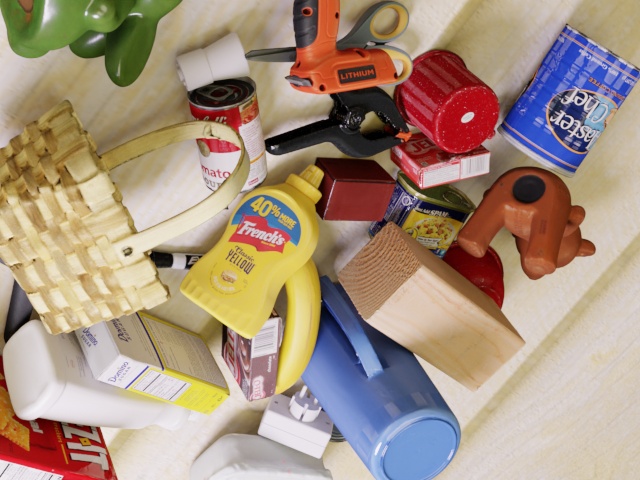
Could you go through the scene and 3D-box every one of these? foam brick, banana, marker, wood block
[{"bbox_3d":[0.032,-0.056,1.169,0.078,0.053,0.051,1,121,-27],"label":"foam brick"},{"bbox_3d":[-0.030,0.085,1.191,0.037,0.070,0.198,-11,108,-40],"label":"banana"},{"bbox_3d":[-0.132,0.023,1.159,0.120,0.020,0.020,4,119,-29],"label":"marker"},{"bbox_3d":[0.128,0.079,1.214,0.090,0.091,0.205,-46,129,11],"label":"wood block"}]

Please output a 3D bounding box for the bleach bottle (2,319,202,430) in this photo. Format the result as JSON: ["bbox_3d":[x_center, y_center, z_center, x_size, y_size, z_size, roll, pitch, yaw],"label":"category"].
[{"bbox_3d":[-0.216,0.162,1.143,0.068,0.103,0.250,-41,141,18],"label":"bleach bottle"}]

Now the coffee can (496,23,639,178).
[{"bbox_3d":[0.279,-0.156,1.196,0.102,0.103,0.140,19,111,-36],"label":"coffee can"}]

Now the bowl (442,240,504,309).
[{"bbox_3d":[0.172,0.081,1.335,0.162,0.055,0.162,-13,126,-19],"label":"bowl"}]

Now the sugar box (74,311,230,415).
[{"bbox_3d":[-0.179,0.124,1.135,0.048,0.093,0.176,-46,140,15],"label":"sugar box"}]

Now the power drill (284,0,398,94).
[{"bbox_3d":[0.028,-0.240,1.011,0.184,0.057,0.188,-14,108,-24],"label":"power drill"}]

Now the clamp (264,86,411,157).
[{"bbox_3d":[0.019,-0.123,1.122,0.171,0.039,0.120,24,104,-35],"label":"clamp"}]

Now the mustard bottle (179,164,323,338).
[{"bbox_3d":[-0.057,0.001,1.128,0.191,0.096,0.058,-55,157,-6],"label":"mustard bottle"}]

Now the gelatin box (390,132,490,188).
[{"bbox_3d":[0.132,-0.094,1.181,0.089,0.073,0.030,-14,126,-18],"label":"gelatin box"}]

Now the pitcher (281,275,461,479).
[{"bbox_3d":[0.054,0.155,1.200,0.149,0.243,0.145,17,110,-32],"label":"pitcher"}]

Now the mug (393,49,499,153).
[{"bbox_3d":[0.146,-0.141,1.150,0.117,0.082,0.093,30,104,-39],"label":"mug"}]

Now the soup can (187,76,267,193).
[{"bbox_3d":[-0.091,-0.105,1.060,0.068,0.069,0.102,-19,129,-16],"label":"soup can"}]

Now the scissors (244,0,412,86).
[{"bbox_3d":[0.019,-0.205,1.061,0.201,0.016,0.096,9,100,-38],"label":"scissors"}]

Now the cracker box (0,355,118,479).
[{"bbox_3d":[-0.323,0.187,1.076,0.213,0.164,0.072,26,109,-38],"label":"cracker box"}]

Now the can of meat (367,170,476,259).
[{"bbox_3d":[0.115,-0.024,1.232,0.101,0.057,0.084,13,117,-33],"label":"can of meat"}]

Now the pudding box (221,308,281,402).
[{"bbox_3d":[-0.080,0.110,1.199,0.039,0.090,0.113,-8,124,-25],"label":"pudding box"}]
